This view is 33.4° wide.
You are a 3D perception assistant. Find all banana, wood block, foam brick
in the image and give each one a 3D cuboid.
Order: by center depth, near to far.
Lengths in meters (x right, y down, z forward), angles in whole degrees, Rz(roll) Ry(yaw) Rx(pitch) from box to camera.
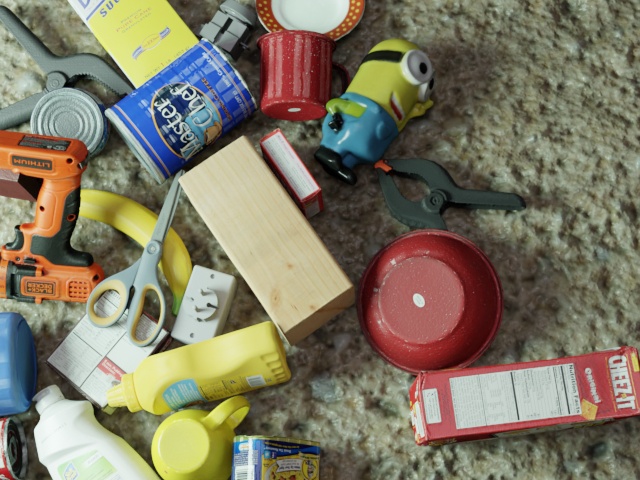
[{"bbox_3d":[-0.057,0.001,1.165,0.090,0.091,0.206,-34,76,-7],"label":"wood block"},{"bbox_3d":[-0.208,-0.005,1.201,0.198,0.037,0.069,43,79,12],"label":"banana"},{"bbox_3d":[-0.348,-0.082,1.208,0.051,0.078,0.053,10,76,7],"label":"foam brick"}]

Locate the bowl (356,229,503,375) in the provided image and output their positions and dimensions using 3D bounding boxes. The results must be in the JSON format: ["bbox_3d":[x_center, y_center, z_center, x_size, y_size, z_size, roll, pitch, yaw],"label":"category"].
[{"bbox_3d":[0.112,0.065,1.138,0.162,0.055,0.162,-2,84,15],"label":"bowl"}]

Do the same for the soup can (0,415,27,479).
[{"bbox_3d":[-0.371,0.228,1.131,0.102,0.068,0.068,-9,75,1],"label":"soup can"}]

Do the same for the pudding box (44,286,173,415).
[{"bbox_3d":[-0.231,0.119,1.169,0.090,0.039,0.113,37,78,12],"label":"pudding box"}]

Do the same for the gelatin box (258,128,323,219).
[{"bbox_3d":[-0.033,-0.073,1.192,0.030,0.073,0.089,-34,76,-7],"label":"gelatin box"}]

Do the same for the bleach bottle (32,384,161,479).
[{"bbox_3d":[-0.214,0.254,1.111,0.102,0.068,0.251,-38,78,3],"label":"bleach bottle"}]

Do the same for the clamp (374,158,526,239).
[{"bbox_3d":[0.140,-0.044,1.194,0.120,0.039,0.171,-43,77,-10],"label":"clamp"}]

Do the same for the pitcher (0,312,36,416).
[{"bbox_3d":[-0.433,0.131,1.138,0.242,0.145,0.149,-5,88,-2],"label":"pitcher"}]

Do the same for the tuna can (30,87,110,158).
[{"bbox_3d":[-0.285,-0.131,1.215,0.086,0.034,0.086,0,95,0],"label":"tuna can"}]

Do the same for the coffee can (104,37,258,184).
[{"bbox_3d":[-0.156,-0.146,1.203,0.140,0.103,0.103,-38,77,-8],"label":"coffee can"}]

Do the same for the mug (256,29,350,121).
[{"bbox_3d":[-0.018,-0.184,1.221,0.117,0.093,0.081,8,78,-32],"label":"mug"}]

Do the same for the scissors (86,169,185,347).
[{"bbox_3d":[-0.202,0.017,1.167,0.096,0.016,0.202,1,74,4],"label":"scissors"}]

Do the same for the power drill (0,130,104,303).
[{"bbox_3d":[-0.323,-0.022,1.153,0.184,0.057,0.188,5,115,-6],"label":"power drill"}]

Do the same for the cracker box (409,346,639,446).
[{"bbox_3d":[0.200,0.159,1.073,0.213,0.164,0.072,-8,77,1],"label":"cracker box"}]

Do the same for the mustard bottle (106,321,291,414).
[{"bbox_3d":[-0.131,0.141,1.123,0.191,0.096,0.058,-16,65,0],"label":"mustard bottle"}]

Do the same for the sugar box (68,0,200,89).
[{"bbox_3d":[-0.223,-0.260,1.266,0.093,0.048,0.176,-37,78,-7],"label":"sugar box"}]

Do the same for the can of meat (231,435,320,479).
[{"bbox_3d":[-0.045,0.247,1.097,0.058,0.101,0.084,-17,65,44],"label":"can of meat"}]

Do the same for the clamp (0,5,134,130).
[{"bbox_3d":[-0.314,-0.171,1.250,0.210,0.036,0.164,19,85,3],"label":"clamp"}]
